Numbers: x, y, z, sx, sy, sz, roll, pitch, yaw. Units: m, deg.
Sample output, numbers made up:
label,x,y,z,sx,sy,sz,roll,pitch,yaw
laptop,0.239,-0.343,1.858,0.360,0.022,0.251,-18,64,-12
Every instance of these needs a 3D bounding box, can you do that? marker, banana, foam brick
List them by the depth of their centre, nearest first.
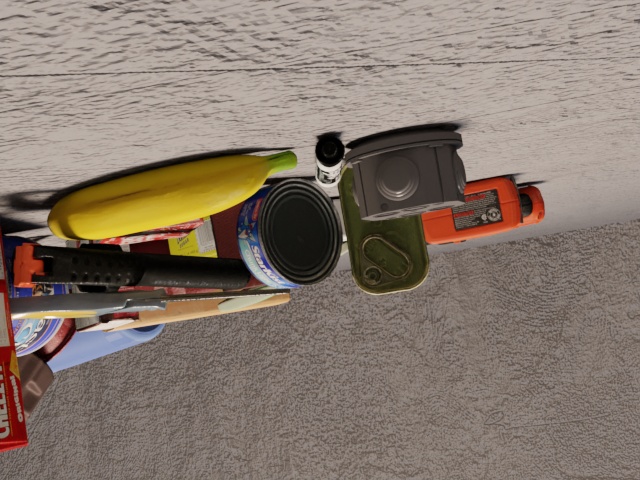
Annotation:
label,x,y,z,sx,sy,sz,roll,pitch,yaw
banana,-0.114,-0.024,0.703,0.198,0.037,0.069,-11,176,24
marker,0.006,-0.052,0.714,0.020,0.020,0.121,-9,176,-1
foam brick,-0.056,0.001,0.920,0.051,0.078,0.052,-13,177,34

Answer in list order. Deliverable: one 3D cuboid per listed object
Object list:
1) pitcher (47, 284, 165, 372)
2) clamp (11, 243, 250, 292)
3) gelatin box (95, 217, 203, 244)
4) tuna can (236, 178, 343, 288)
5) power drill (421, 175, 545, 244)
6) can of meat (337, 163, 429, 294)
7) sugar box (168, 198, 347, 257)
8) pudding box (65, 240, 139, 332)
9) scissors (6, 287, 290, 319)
label,x,y,z,sx,sy,sz,roll,pitch,yaw
pitcher,-0.312,0.102,1.439,0.243,0.145,0.149,-16,-156,38
clamp,-0.151,0.021,0.785,0.165,0.036,0.210,1,177,12
gelatin box,-0.135,-0.016,0.827,0.073,0.030,0.089,-8,176,-19
tuna can,-0.025,-0.005,0.846,0.085,0.086,0.034,-6,176,-42
power drill,0.155,-0.027,1.182,0.184,0.057,0.187,-14,178,12
can of meat,0.049,-0.012,0.816,0.057,0.102,0.084,-10,178,5
sugar box,-0.048,-0.009,1.029,0.175,0.048,0.094,-11,178,-38
pudding box,-0.200,0.035,0.970,0.039,0.090,0.114,-7,175,-23
scissors,-0.130,0.044,0.761,0.201,0.016,0.096,-2,174,-16
